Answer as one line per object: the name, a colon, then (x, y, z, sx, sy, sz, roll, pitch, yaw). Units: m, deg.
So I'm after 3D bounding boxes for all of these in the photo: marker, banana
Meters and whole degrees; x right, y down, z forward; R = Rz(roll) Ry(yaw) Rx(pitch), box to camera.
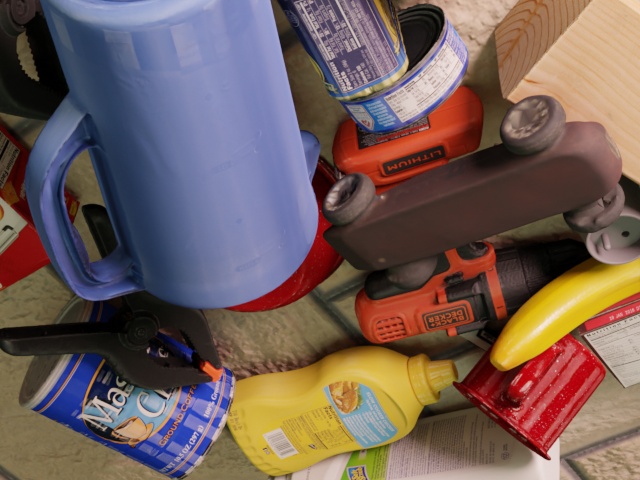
marker: (0.157, 0.094, 0.869, 0.121, 0.020, 0.020, 32, 124, -20)
banana: (0.206, 0.032, 0.739, 0.198, 0.069, 0.037, -24, 112, 15)

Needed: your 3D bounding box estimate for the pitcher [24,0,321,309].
pitcher: (-0.084, -0.070, 0.596, 0.145, 0.149, 0.243, 4, 146, 9)

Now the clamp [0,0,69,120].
clamp: (-0.195, -0.153, 0.649, 0.036, 0.164, 0.210, 7, 155, 21)

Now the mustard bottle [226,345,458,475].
mustard bottle: (0.023, 0.135, 0.887, 0.192, 0.058, 0.096, -20, 122, 19)

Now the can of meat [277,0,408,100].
can of meat: (0.010, -0.144, 0.636, 0.057, 0.102, 0.084, -22, 126, 14)

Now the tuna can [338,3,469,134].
tuna can: (0.050, -0.107, 0.672, 0.086, 0.086, 0.033, -27, 124, 23)

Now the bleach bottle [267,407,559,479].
bleach bottle: (0.074, 0.195, 0.919, 0.251, 0.102, 0.068, -11, 120, 21)

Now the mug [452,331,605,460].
mug: (0.159, 0.104, 0.804, 0.093, 0.081, 0.117, 38, 175, 20)

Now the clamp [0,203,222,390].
clamp: (-0.136, 0.050, 0.777, 0.171, 0.039, 0.120, 25, 99, -36)

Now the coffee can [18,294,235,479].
coffee can: (-0.154, 0.117, 0.858, 0.140, 0.102, 0.103, 32, 124, -20)

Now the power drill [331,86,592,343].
power drill: (0.097, -0.013, 0.761, 0.184, 0.057, 0.187, -16, 125, 7)
